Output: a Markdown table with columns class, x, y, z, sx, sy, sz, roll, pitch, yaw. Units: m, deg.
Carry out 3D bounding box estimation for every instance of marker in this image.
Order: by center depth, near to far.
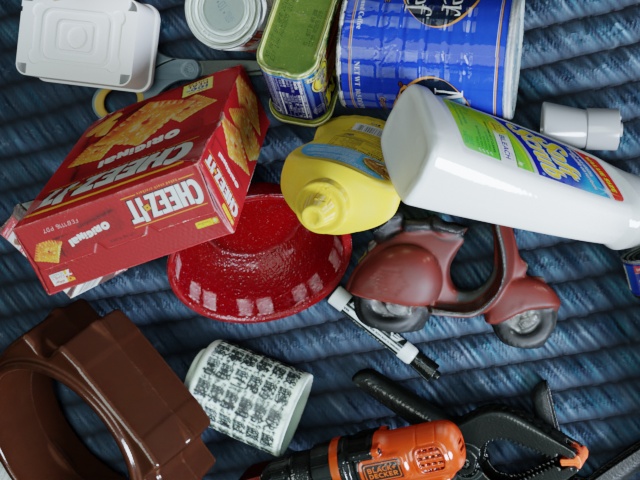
| class | x | y | z | sx | sy | sz | roll | pitch | yaw |
| --- | --- | --- | --- | --- | --- | --- | --- | --- | --- |
| marker | 0.059 | 0.085 | 0.962 | 0.121 | 0.020 | 0.020 | 38 | 105 | 5 |

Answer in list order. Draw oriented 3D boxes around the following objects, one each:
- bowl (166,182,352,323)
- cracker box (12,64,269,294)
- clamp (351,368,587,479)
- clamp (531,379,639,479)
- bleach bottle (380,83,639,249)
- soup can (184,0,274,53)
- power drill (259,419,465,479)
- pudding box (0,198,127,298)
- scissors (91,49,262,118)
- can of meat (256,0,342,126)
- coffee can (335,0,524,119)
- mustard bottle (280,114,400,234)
| class | x | y | z | sx | sy | sz | roll | pitch | yaw |
| --- | --- | --- | --- | --- | --- | --- | --- | --- | --- |
| bowl | -0.056 | 0.001 | 0.934 | 0.162 | 0.055 | 0.162 | -8 | 137 | -7 |
| cracker box | -0.140 | -0.058 | 0.885 | 0.164 | 0.213 | 0.072 | -19 | 114 | 15 |
| clamp | 0.125 | 0.181 | 0.938 | 0.210 | 0.036 | 0.164 | -13 | 95 | 28 |
| clamp | 0.214 | 0.209 | 0.936 | 0.120 | 0.039 | 0.171 | 30 | 101 | 19 |
| bleach bottle | 0.177 | -0.048 | 0.850 | 0.250 | 0.102 | 0.068 | 12 | 127 | -21 |
| soup can | -0.068 | -0.194 | 0.907 | 0.068 | 0.102 | 0.068 | 2 | 99 | 13 |
| power drill | 0.055 | 0.253 | 0.927 | 0.185 | 0.057 | 0.187 | -15 | 104 | 20 |
| pudding box | -0.223 | -0.002 | 0.968 | 0.090 | 0.113 | 0.039 | 40 | 108 | 5 |
| scissors | -0.128 | -0.139 | 0.974 | 0.202 | 0.016 | 0.096 | 17 | 102 | 11 |
| can of meat | -0.013 | -0.160 | 0.889 | 0.057 | 0.084 | 0.102 | 12 | 72 | 12 |
| coffee can | 0.092 | -0.155 | 0.875 | 0.140 | 0.102 | 0.103 | 6 | 100 | 13 |
| mustard bottle | 0.021 | -0.049 | 0.859 | 0.096 | 0.191 | 0.058 | 20 | 114 | 9 |
